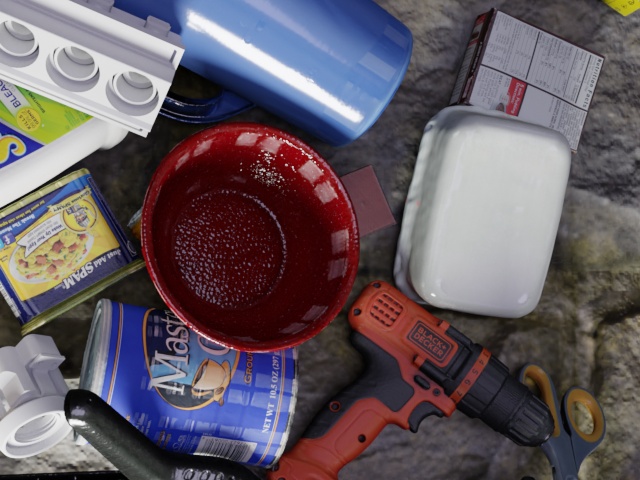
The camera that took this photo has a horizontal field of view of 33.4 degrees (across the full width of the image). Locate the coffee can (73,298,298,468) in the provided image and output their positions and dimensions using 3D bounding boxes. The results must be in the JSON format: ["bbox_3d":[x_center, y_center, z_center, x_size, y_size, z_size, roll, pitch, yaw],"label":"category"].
[{"bbox_3d":[-0.097,0.103,0.764,0.140,0.103,0.103,11,83,-16],"label":"coffee can"}]

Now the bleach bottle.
[{"bbox_3d":[-0.251,-0.047,0.712,0.102,0.068,0.250,50,58,-3],"label":"bleach bottle"}]

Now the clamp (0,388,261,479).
[{"bbox_3d":[-0.122,0.171,0.737,0.209,0.165,0.036,27,45,-31],"label":"clamp"}]

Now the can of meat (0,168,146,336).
[{"bbox_3d":[-0.190,0.008,0.768,0.102,0.057,0.084,-31,93,-17],"label":"can of meat"}]

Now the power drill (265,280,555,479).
[{"bbox_3d":[0.063,0.150,0.817,0.184,0.057,0.187,36,75,7],"label":"power drill"}]

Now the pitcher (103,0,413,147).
[{"bbox_3d":[-0.062,-0.164,0.789,0.242,0.149,0.145,30,64,-16],"label":"pitcher"}]

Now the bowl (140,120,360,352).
[{"bbox_3d":[-0.055,0.001,0.752,0.161,0.055,0.162,6,76,-24],"label":"bowl"}]

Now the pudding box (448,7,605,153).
[{"bbox_3d":[0.173,-0.131,0.893,0.113,0.039,0.090,21,81,-16],"label":"pudding box"}]

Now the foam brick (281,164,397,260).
[{"bbox_3d":[0.009,-0.020,0.830,0.078,0.053,0.051,-23,93,-16],"label":"foam brick"}]

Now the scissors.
[{"bbox_3d":[0.207,0.189,0.845,0.096,0.016,0.202,7,52,-31],"label":"scissors"}]
